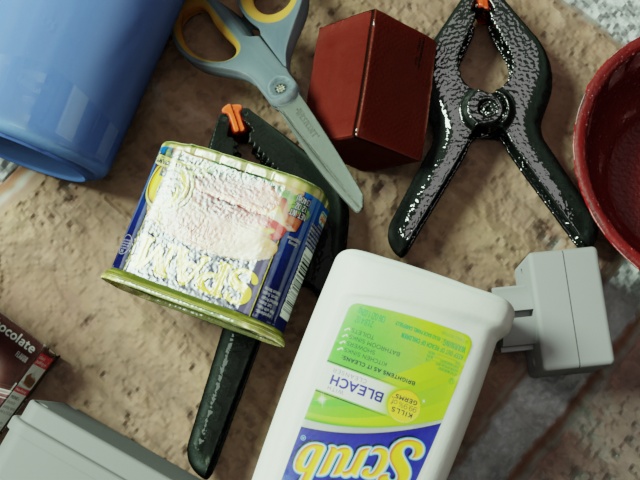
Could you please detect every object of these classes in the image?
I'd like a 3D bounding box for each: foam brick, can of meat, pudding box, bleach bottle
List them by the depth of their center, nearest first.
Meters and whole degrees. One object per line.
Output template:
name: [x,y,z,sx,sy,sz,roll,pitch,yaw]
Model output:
bleach bottle: [0.014,0.137,0.541,0.102,0.068,0.251,18,80,3]
can of meat: [-0.054,0.001,0.575,0.102,0.057,0.084,18,80,14]
pudding box: [-0.221,0.068,0.608,0.113,0.039,0.090,34,80,8]
foam brick: [0.029,-0.085,0.622,0.052,0.051,0.078,19,74,-36]

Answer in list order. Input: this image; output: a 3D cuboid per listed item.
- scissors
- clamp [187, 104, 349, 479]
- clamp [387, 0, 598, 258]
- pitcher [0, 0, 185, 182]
scissors: [-0.012,-0.101,0.614,0.096,0.016,0.202,-45,57,-8]
clamp: [-0.029,0.024,0.615,0.164,0.036,0.210,-24,78,-5]
clamp: [0.108,-0.067,0.633,0.120,0.039,0.171,8,82,0]
pitcher: [-0.144,-0.166,0.615,0.149,0.144,0.243,14,80,32]
